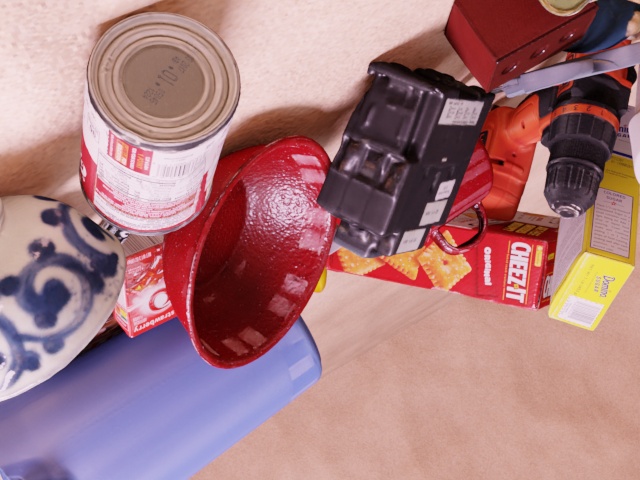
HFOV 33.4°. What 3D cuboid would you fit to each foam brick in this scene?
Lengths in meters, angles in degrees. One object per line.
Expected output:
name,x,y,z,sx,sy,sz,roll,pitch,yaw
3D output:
foam brick,0.128,-0.141,0.686,0.078,0.051,0.053,-30,169,-5

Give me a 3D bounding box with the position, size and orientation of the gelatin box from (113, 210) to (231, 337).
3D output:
gelatin box,-0.104,0.018,0.753,0.089,0.030,0.073,-24,137,-30

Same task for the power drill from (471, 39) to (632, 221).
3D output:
power drill,0.187,-0.080,0.892,0.188,0.057,0.184,-41,-152,64

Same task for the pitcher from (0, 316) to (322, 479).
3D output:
pitcher,-0.127,0.122,0.816,0.242,0.149,0.145,-32,143,-14

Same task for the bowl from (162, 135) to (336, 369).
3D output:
bowl,-0.055,0.001,0.708,0.161,0.055,0.162,-40,142,-42

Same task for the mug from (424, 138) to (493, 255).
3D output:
mug,0.096,-0.043,0.887,0.081,0.117,0.093,-31,171,-24

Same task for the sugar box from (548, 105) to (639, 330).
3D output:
sugar box,0.229,-0.024,0.878,0.093,0.048,0.176,105,4,-52

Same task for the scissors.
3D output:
scissors,0.138,-0.111,0.771,0.202,0.016,0.096,-10,-173,44

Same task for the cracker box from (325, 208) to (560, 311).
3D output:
cracker box,0.137,0.007,1.021,0.214,0.072,0.163,11,-168,29

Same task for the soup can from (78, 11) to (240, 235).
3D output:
soup can,-0.077,-0.051,0.497,0.068,0.068,0.102,-27,168,-21
